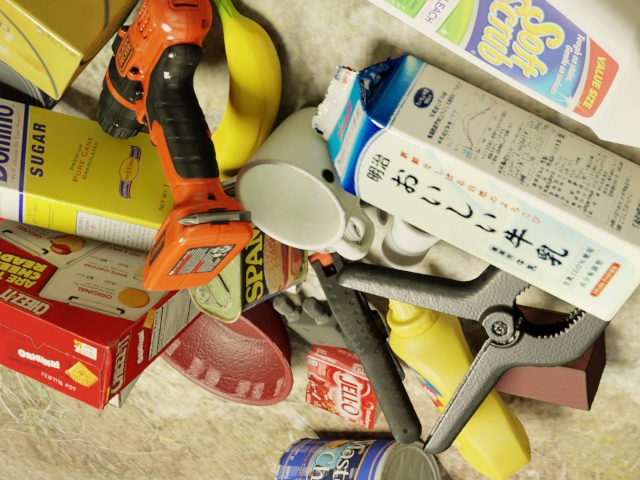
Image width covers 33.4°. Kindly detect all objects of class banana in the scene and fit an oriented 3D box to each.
[{"bbox_3d":[-0.063,-0.097,0.796,0.070,0.037,0.198,51,148,23],"label":"banana"}]

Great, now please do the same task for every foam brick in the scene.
[{"bbox_3d":[0.177,0.091,0.831,0.078,0.053,0.051,11,140,26],"label":"foam brick"}]

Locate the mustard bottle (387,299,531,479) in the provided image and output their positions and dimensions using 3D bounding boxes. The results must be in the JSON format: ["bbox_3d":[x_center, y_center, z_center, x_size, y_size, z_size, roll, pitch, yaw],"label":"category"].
[{"bbox_3d":[0.106,0.107,0.877,0.191,0.058,0.096,57,180,-30],"label":"mustard bottle"}]

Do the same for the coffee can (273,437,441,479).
[{"bbox_3d":[0.037,0.252,1.082,0.141,0.102,0.102,-9,129,42],"label":"coffee can"}]

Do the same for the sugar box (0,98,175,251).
[{"bbox_3d":[-0.201,-0.054,0.852,0.176,0.093,0.048,14,141,-8],"label":"sugar box"}]

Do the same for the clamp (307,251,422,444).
[{"bbox_3d":[0.038,0.079,0.899,0.120,0.039,0.171,-123,10,-81],"label":"clamp"}]

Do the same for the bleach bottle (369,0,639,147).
[{"bbox_3d":[0.131,-0.127,0.596,0.251,0.068,0.103,31,145,-4],"label":"bleach bottle"}]

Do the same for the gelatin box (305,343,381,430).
[{"bbox_3d":[0.024,0.136,1.013,0.073,0.030,0.089,21,144,13],"label":"gelatin box"}]

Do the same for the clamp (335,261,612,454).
[{"bbox_3d":[0.123,0.052,0.778,0.210,0.036,0.164,-30,100,22],"label":"clamp"}]

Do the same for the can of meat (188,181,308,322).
[{"bbox_3d":[-0.055,0.001,0.833,0.058,0.083,0.102,19,120,36],"label":"can of meat"}]

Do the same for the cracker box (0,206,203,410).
[{"bbox_3d":[-0.184,0.031,0.871,0.164,0.213,0.072,21,122,16],"label":"cracker box"}]

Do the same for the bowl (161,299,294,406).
[{"bbox_3d":[-0.088,0.086,1.011,0.162,0.055,0.162,19,143,15],"label":"bowl"}]

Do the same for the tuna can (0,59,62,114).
[{"bbox_3d":[-0.256,-0.136,0.883,0.086,0.033,0.086,19,143,15],"label":"tuna can"}]

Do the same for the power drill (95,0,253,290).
[{"bbox_3d":[-0.112,-0.063,0.762,0.185,0.057,0.188,-43,58,58],"label":"power drill"}]
